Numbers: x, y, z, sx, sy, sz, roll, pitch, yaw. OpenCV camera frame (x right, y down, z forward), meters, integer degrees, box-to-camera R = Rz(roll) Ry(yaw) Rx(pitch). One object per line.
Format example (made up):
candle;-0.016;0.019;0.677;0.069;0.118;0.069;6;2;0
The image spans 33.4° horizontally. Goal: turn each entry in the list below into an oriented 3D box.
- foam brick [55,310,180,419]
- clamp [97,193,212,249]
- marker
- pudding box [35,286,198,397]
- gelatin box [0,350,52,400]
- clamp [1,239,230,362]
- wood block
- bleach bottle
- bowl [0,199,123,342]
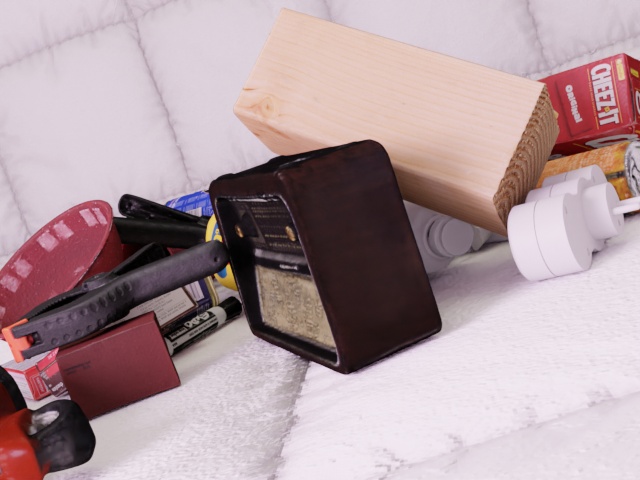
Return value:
foam brick;-0.148;0.091;0.781;0.078;0.053;0.051;-20;7;-7
clamp;-0.121;-0.008;1.091;0.209;0.036;0.164;11;11;-12
marker;-0.106;0.075;0.915;0.020;0.020;0.120;-14;9;35
pudding box;-0.168;0.078;0.878;0.113;0.039;0.090;-34;1;-41
gelatin box;-0.236;0.111;0.942;0.073;0.030;0.089;-25;10;-30
clamp;-0.151;0.040;0.800;0.120;0.039;0.171;-15;15;49
wood block;0.055;-0.086;0.774;0.206;0.091;0.090;21;-9;24
bleach bottle;0.051;-0.009;0.902;0.102;0.068;0.251;-49;20;-18
bowl;-0.230;0.040;0.955;0.162;0.055;0.162;-30;31;20
